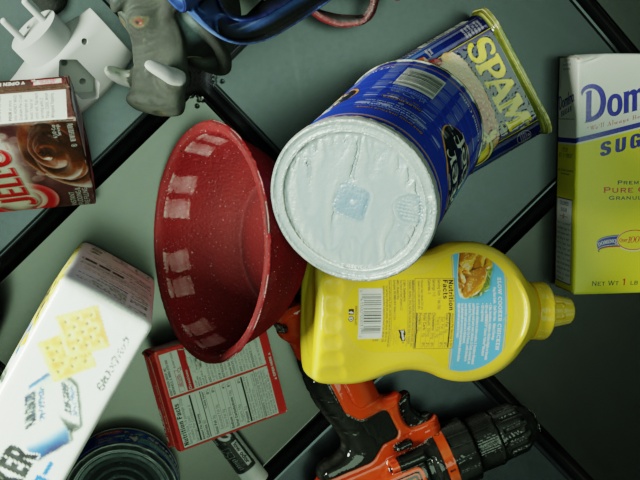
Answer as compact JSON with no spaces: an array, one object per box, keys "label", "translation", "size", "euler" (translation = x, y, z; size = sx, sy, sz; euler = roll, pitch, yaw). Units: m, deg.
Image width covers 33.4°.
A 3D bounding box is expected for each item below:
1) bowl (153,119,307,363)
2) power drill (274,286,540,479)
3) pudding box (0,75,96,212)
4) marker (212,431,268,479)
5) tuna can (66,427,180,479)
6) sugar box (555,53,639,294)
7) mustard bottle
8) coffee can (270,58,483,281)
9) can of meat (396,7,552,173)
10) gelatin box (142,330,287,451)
[{"label":"bowl","translation":[-0.055,0.001,0.721],"size":[0.055,0.162,0.162],"euler":[-1,99,-34]},{"label":"power drill","translation":[0.056,0.108,0.788],"size":[0.184,0.057,0.187],"euler":[-22,100,-8]},{"label":"pudding box","translation":[-0.199,-0.060,0.701],"size":[0.090,0.113,0.039],"euler":[-6,62,-8]},{"label":"marker","translation":[-0.080,0.133,0.791],"size":[0.020,0.020,0.121],"euler":[-35,101,-2]},{"label":"tuna can","translation":[-0.145,0.183,0.781],"size":[0.086,0.034,0.086],"euler":[-1,98,-8]},{"label":"sugar box","translation":[0.226,-0.050,0.796],"size":[0.093,0.048,0.176],"euler":[-2,100,-8]},{"label":"mustard bottle","translation":[0.084,0.048,0.729],"size":[0.191,0.058,0.096],"euler":[1,90,-14]},{"label":"coffee can","translation":[0.041,-0.049,0.681],"size":[0.103,0.140,0.103],"euler":[8,116,17]},{"label":"can of meat","translation":[0.103,-0.101,0.766],"size":[0.084,0.057,0.102],"euler":[-30,101,0]},{"label":"gelatin box","translation":[-0.076,0.102,0.767],"size":[0.089,0.030,0.073],"euler":[-17,95,-25]}]
